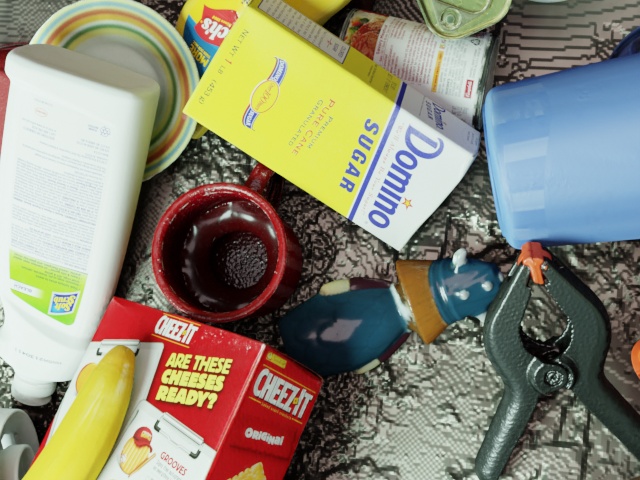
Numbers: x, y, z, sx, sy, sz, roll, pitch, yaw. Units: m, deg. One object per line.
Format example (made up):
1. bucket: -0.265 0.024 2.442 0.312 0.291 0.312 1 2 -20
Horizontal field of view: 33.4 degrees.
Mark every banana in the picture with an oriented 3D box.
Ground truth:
1. banana: -0.176 0.153 0.664 0.198 0.037 0.070 -49 43 5

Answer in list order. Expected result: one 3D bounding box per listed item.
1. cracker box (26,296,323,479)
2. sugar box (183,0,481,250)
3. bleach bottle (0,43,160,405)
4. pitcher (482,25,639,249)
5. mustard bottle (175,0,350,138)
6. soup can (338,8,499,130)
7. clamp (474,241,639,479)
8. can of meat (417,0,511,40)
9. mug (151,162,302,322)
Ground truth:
1. cracker box: -0.111 0.158 0.686 0.164 0.072 0.213 12 72 44
2. sugar box: 0.008 -0.077 0.705 0.176 0.048 0.093 33 123 -6
3. bleach bottle: -0.186 -0.001 0.743 0.102 0.068 0.251 19 110 6
4. pitcher: 0.230 -0.072 0.673 0.243 0.149 0.145 -9 101 14
5. mustard bottle: -0.048 -0.146 0.741 0.096 0.058 0.192 38 122 2
6. soup can: 0.066 -0.118 0.734 0.102 0.068 0.068 12 86 12
7. clamp: 0.158 0.084 0.679 0.120 0.039 0.171 -4 114 2
8. can of meat: 0.078 -0.191 0.694 0.057 0.084 0.102 -24 112 9
9. mug: -0.055 0.001 0.738 0.093 0.081 0.117 21 88 13
